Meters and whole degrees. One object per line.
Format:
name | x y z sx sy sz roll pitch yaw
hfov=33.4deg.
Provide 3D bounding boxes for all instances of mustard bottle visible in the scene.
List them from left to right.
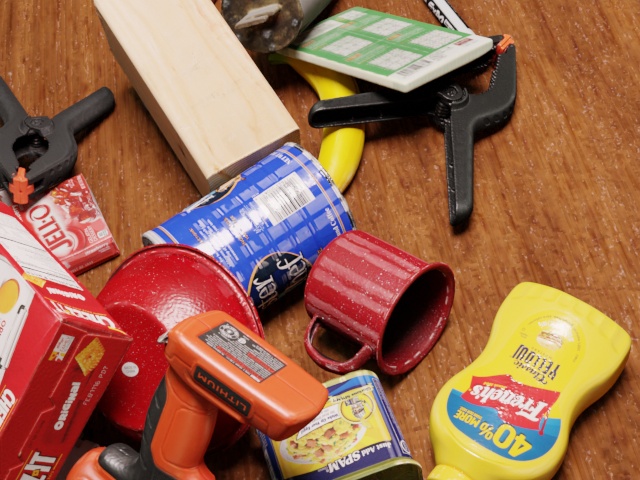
mustard bottle | 0.132 0.122 0.749 0.096 0.058 0.191 30 64 23

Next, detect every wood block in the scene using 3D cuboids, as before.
wood block | -0.107 -0.134 0.936 0.090 0.091 0.206 -30 70 -11

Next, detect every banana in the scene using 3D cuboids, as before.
banana | 0.007 -0.116 0.971 0.070 0.037 0.198 -31 49 15

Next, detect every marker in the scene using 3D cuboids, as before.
marker | 0.119 -0.225 1.040 0.020 0.020 0.121 -23 52 -7

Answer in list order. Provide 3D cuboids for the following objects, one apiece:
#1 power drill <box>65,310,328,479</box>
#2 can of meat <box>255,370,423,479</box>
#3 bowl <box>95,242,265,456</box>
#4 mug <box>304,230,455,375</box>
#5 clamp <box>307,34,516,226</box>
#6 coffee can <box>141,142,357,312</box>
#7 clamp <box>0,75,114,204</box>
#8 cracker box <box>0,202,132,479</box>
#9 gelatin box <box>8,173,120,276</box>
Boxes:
power drill | -0.068 0.154 0.687 0.184 0.188 0.057 35 25 14
can of meat | 0.010 0.149 0.753 0.102 0.057 0.084 -19 50 -5
bowl | -0.119 0.085 0.765 0.162 0.162 0.055 25 19 26
mug | 0.035 0.051 0.804 0.082 0.093 0.117 28 67 33
clamp | 0.100 -0.121 0.937 0.164 0.036 0.209 31 57 11
coffee can | -0.056 0.001 0.849 0.140 0.103 0.103 -34 55 -15
clamp | -0.268 -0.099 0.977 0.120 0.039 0.171 6 38 5
cracker box | -0.242 0.079 0.761 0.214 0.072 0.164 37 101 42
gelatin box | -0.225 -0.009 0.934 0.073 0.030 0.089 -26 53 -9
